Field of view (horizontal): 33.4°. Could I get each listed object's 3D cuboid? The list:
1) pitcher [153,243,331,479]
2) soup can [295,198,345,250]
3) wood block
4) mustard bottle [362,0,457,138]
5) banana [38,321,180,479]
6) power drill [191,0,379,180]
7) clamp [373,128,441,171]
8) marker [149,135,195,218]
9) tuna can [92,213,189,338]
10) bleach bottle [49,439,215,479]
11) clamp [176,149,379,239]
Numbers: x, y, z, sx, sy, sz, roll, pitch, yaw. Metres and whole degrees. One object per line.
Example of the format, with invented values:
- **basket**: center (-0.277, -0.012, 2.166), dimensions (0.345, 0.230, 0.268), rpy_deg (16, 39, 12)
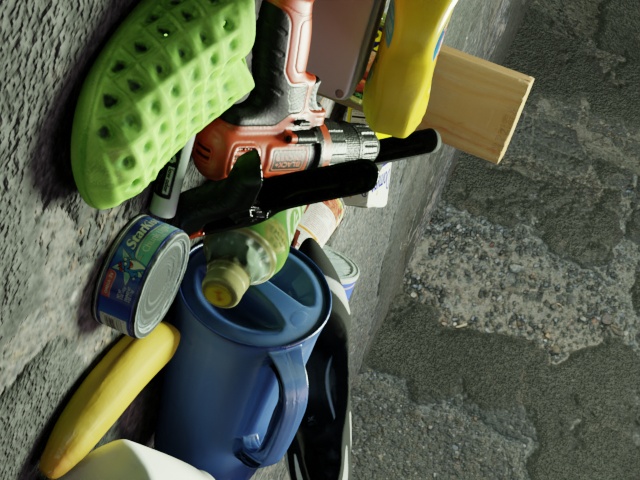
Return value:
- **pitcher**: center (-0.078, 0.128, 0.966), dimensions (0.149, 0.145, 0.243), rpy_deg (-62, 173, -49)
- **soup can**: center (-0.024, -0.010, 1.159), dimensions (0.068, 0.068, 0.102), rpy_deg (101, 15, -50)
- **wood block**: center (0.110, -0.163, 1.123), dimensions (0.090, 0.206, 0.090), rpy_deg (-38, 149, -71)
- **mustard bottle**: center (0.078, -0.180, 0.874), dimensions (0.192, 0.058, 0.096), rpy_deg (103, 1, -53)
- **banana**: center (-0.150, 0.109, 0.819), dimensions (0.197, 0.037, 0.070), rpy_deg (-48, 158, -63)
- **power drill**: center (-0.004, -0.133, 0.825), dimensions (0.184, 0.057, 0.188), rpy_deg (-8, 121, -44)
- **clamp**: center (0.017, -0.089, 1.131), dimensions (0.210, 0.164, 0.036), rpy_deg (158, -68, -74)
- **marker**: center (-0.097, -0.073, 0.750), dimensions (0.020, 0.020, 0.121), rpy_deg (-46, 157, -65)
- **tuna can**: center (-0.127, 0.026, 0.767), dimensions (0.086, 0.034, 0.086), rpy_deg (23, 89, -81)
- **bleach bottle**: center (-0.143, 0.224, 0.879), dimensions (0.102, 0.068, 0.250), rpy_deg (-35, 160, -2)
- **clamp**: center (-0.042, -0.032, 0.780), dimensions (0.172, 0.120, 0.039), rpy_deg (-18, -109, 56)
